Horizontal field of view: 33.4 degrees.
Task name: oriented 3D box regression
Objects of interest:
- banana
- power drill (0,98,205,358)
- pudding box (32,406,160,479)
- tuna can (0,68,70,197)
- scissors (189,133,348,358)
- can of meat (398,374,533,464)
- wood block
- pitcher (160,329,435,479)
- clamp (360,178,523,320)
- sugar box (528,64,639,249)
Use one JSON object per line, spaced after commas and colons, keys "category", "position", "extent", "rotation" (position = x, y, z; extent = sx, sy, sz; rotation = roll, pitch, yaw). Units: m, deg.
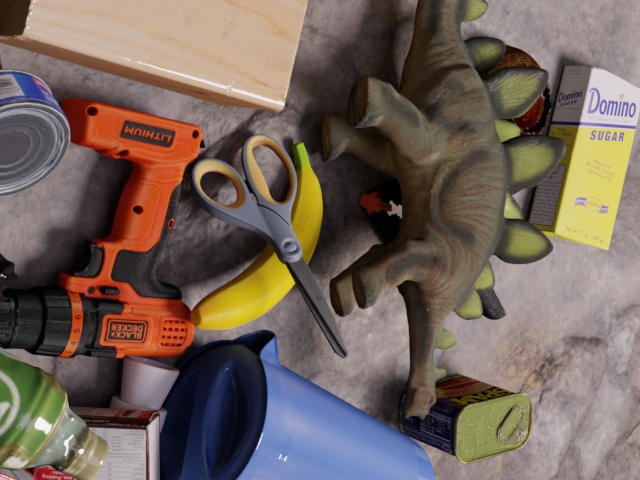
{"category": "banana", "position": [-0.042, 0.010, 0.869], "extent": [0.069, 0.037, 0.197], "rotation": [43, 52, -21]}
{"category": "power drill", "position": [-0.166, -0.006, 0.781], "extent": [0.184, 0.057, 0.188], "rotation": [8, 95, -39]}
{"category": "pudding box", "position": [-0.166, 0.182, 0.794], "extent": [0.090, 0.039, 0.113], "rotation": [2, 101, 3]}
{"category": "tuna can", "position": [-0.209, -0.069, 0.700], "extent": [0.086, 0.034, 0.086], "rotation": [-26, 149, -17]}
{"category": "scissors", "position": [-0.045, 0.003, 0.828], "extent": [0.096, 0.016, 0.202], "rotation": [-4, 61, -17]}
{"category": "can of meat", "position": [0.138, 0.168, 1.024], "extent": [0.101, 0.084, 0.057], "rotation": [-6, 101, -36]}
{"category": "wood block", "position": [-0.124, -0.161, 0.762], "extent": [0.205, 0.091, 0.090], "rotation": [12, 92, -38]}
{"category": "pitcher", "position": [-0.019, 0.192, 0.886], "extent": [0.242, 0.149, 0.145], "rotation": [32, 36, -40]}
{"category": "clamp", "position": [0.124, -0.006, 1.012], "extent": [0.209, 0.036, 0.164], "rotation": [4, 99, -35]}
{"category": "sugar box", "position": [0.277, -0.086, 1.110], "extent": [0.093, 0.048, 0.176], "rotation": [14, 91, -38]}
